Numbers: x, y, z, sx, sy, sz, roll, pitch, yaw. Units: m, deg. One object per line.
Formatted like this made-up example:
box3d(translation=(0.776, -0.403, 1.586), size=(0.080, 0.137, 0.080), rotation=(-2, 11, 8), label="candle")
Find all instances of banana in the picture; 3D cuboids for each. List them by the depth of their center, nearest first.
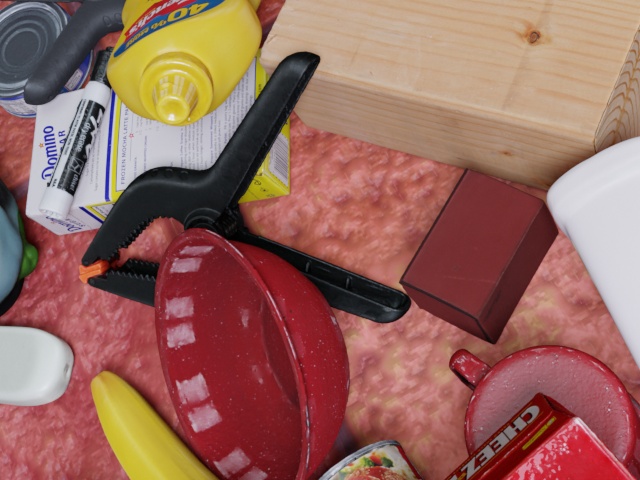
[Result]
box3d(translation=(-0.077, 0.132, 0.600), size=(0.037, 0.069, 0.198), rotation=(-17, 21, -30), label="banana")

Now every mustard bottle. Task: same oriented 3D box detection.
box3d(translation=(-0.082, -0.121, 0.648), size=(0.096, 0.058, 0.191), rotation=(-22, 32, 12), label="mustard bottle")

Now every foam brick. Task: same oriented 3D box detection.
box3d(translation=(0.090, 0.009, 0.600), size=(0.051, 0.053, 0.078), rotation=(27, 80, 28), label="foam brick")

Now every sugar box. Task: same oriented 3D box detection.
box3d(translation=(-0.108, -0.064, 0.712), size=(0.176, 0.048, 0.093), rotation=(-9, 66, 22), label="sugar box")

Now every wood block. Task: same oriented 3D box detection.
box3d(translation=(0.081, -0.101, 0.628), size=(0.206, 0.090, 0.091), rotation=(18, 75, 27), label="wood block")

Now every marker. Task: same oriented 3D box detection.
box3d(translation=(-0.155, -0.072, 0.698), size=(0.020, 0.020, 0.121), rotation=(9, 73, 24), label="marker")

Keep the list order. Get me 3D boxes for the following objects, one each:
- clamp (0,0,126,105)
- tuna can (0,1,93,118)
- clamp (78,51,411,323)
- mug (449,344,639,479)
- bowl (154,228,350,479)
box3d(translation=(-0.168, -0.179, 0.757), size=(0.171, 0.039, 0.120), rotation=(-37, 79, -20), label="clamp")
box3d(translation=(-0.214, -0.136, 0.789), size=(0.086, 0.033, 0.086), rotation=(-8, 66, 18), label="tuna can")
box3d(translation=(-0.054, 0.001, 0.648), size=(0.210, 0.036, 0.164), rotation=(-23, 98, 27), label="clamp")
box3d(translation=(0.111, 0.094, 0.540), size=(0.093, 0.081, 0.117), rotation=(-47, 61, -2), label="mug")
box3d(translation=(-0.032, 0.067, 0.594), size=(0.055, 0.162, 0.162), rotation=(-15, 55, -32), label="bowl")
